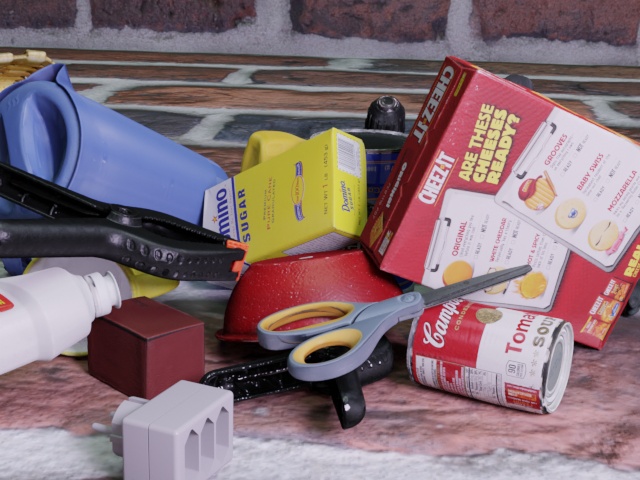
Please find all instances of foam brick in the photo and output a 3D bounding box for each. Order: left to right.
[{"bbox_3d":[-0.127,0.078,0.774,0.052,0.051,0.078,-12,21,-42],"label":"foam brick"}]

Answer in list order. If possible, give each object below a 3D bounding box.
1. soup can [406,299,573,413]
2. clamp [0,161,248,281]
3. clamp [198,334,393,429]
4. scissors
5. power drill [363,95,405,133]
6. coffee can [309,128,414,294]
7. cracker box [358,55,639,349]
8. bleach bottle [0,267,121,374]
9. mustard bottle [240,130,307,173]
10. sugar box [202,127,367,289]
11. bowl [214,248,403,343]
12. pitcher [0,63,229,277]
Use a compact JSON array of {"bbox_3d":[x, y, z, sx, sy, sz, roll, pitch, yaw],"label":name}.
[{"bbox_3d":[0.121,0.080,0.760,0.102,0.068,0.068,10,18,27],"label":"soup can"},{"bbox_3d":[-0.158,-0.010,0.794,0.209,0.036,0.165,12,17,-28],"label":"clamp"},{"bbox_3d":[0.010,0.093,0.755,0.120,0.039,0.171,14,20,33],"label":"clamp"},{"bbox_3d":[0.056,0.055,0.729,0.202,0.016,0.096,-10,26,1],"label":"scissors"},{"bbox_3d":[0.132,-0.080,1.165,0.187,0.184,0.057,9,55,4],"label":"power drill"},{"bbox_3d":[0.039,-0.025,0.984,0.103,0.140,0.103,1,16,-1],"label":"coffee can"},{"bbox_3d":[0.160,-0.027,0.832,0.213,0.164,0.072,20,13,-21],"label":"cracker box"},{"bbox_3d":[-0.258,0.066,0.708,0.250,0.068,0.103,-18,26,-26],"label":"bleach bottle"},{"bbox_3d":[0.017,-0.057,1.059,0.191,0.096,0.058,-1,21,-27],"label":"mustard bottle"},{"bbox_3d":[-0.036,-0.024,0.929,0.177,0.093,0.048,-21,-30,41],"label":"sugar box"},{"bbox_3d":[-0.007,0.039,0.841,0.162,0.055,0.162,-7,2,0],"label":"bowl"},{"bbox_3d":[-0.190,-0.041,0.973,0.242,0.149,0.145,20,32,-57],"label":"pitcher"}]
